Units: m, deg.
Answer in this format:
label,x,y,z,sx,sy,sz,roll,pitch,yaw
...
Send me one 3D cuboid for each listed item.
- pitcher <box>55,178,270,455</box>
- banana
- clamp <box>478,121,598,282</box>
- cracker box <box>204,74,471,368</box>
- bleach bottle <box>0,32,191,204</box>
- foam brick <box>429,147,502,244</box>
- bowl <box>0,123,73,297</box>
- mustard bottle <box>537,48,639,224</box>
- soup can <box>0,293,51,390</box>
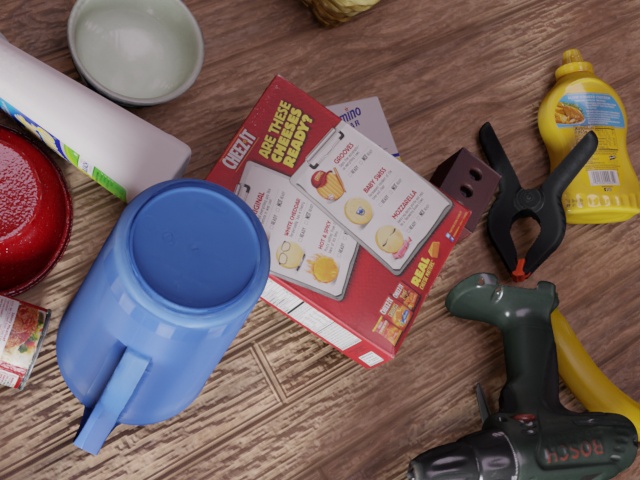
label,x,y,z,sx,sy,sz,roll,pitch,yaw
pitcher,-0.123,0.058,0.800,0.144,0.243,0.149,-14,74,-24
banana,0.282,0.142,1.072,0.069,0.037,0.198,-40,92,-28
clamp,0.222,-0.043,1.081,0.120,0.039,0.171,-4,74,18
cracker box,0.002,-0.014,0.929,0.213,0.072,0.164,34,65,-6
bleach bottle,-0.231,-0.114,0.901,0.251,0.103,0.068,33,78,-4
foam brick,0.132,-0.041,1.055,0.053,0.051,0.078,36,63,-10
bowl,-0.277,-0.033,0.868,0.161,0.055,0.162,7,71,-22
mustard bottle,0.282,-0.115,1.141,0.096,0.058,0.191,-2,74,-12
soup can,-0.270,0.069,0.831,0.102,0.069,0.068,21,66,-16
